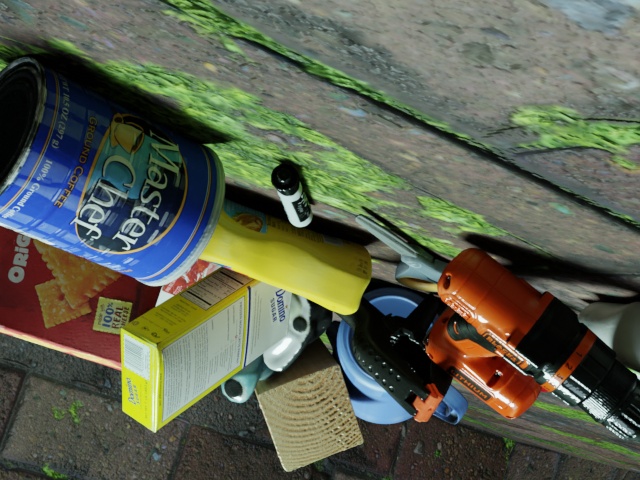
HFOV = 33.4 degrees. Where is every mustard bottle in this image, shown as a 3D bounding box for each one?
[{"bbox_3d":[-0.056,0.002,0.879,0.191,0.058,0.096,21,-168,-10],"label":"mustard bottle"}]

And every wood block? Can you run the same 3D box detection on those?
[{"bbox_3d":[-0.026,0.165,1.177,0.090,0.091,0.206,-20,-169,-6],"label":"wood block"}]

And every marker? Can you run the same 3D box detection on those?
[{"bbox_3d":[-0.020,-0.031,0.757,0.020,0.020,0.121,17,170,7],"label":"marker"}]

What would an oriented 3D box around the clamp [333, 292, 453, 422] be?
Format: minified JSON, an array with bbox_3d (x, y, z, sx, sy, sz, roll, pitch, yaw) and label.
[{"bbox_3d":[0.071,0.086,0.948,0.164,0.036,0.210,15,-155,-31],"label":"clamp"}]

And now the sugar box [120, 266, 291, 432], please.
[{"bbox_3d":[-0.094,0.078,0.918,0.048,0.093,0.175,25,-143,26],"label":"sugar box"}]

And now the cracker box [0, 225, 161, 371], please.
[{"bbox_3d":[-0.237,0.003,0.912,0.213,0.164,0.072,20,165,-14],"label":"cracker box"}]

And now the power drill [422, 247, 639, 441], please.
[{"bbox_3d":[0.157,0.090,0.810,0.184,0.057,0.188,41,165,6],"label":"power drill"}]

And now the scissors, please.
[{"bbox_3d":[0.066,0.015,0.861,0.201,0.016,0.096,25,163,-39],"label":"scissors"}]

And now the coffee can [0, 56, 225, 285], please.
[{"bbox_3d":[-0.146,-0.041,0.683,0.140,0.103,0.103,26,168,-38],"label":"coffee can"}]

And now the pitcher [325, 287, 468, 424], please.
[{"bbox_3d":[0.083,0.131,1.168,0.149,0.145,0.243,-8,166,0],"label":"pitcher"}]
